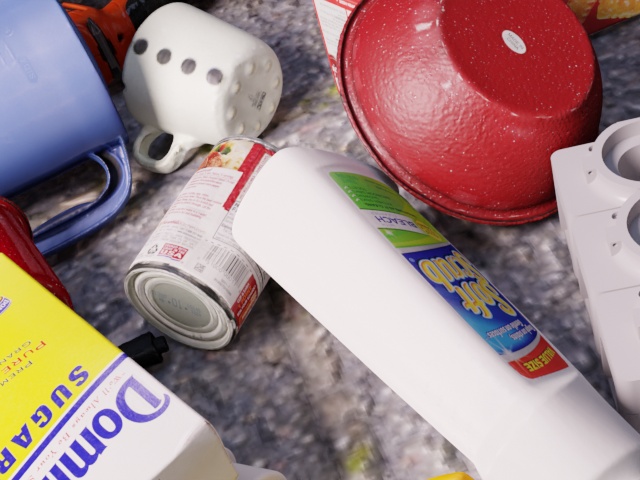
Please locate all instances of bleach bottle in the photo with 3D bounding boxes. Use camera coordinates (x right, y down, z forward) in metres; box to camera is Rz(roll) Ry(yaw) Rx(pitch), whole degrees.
[{"bbox_3d":[0.064,0.049,0.484,0.251,0.102,0.068,44,110,38],"label":"bleach bottle"}]

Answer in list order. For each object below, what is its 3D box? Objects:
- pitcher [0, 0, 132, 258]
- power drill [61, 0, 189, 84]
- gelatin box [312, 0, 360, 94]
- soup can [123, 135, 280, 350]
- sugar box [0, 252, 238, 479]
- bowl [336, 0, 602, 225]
[{"bbox_3d":[-0.245,-0.053,0.657,0.242,0.145,0.149,-31,46,-10],"label":"pitcher"},{"bbox_3d":[-0.141,-0.204,0.838,0.187,0.057,0.185,-42,39,-21],"label":"power drill"},{"bbox_3d":[0.035,-0.119,0.660,0.030,0.089,0.073,-38,45,-20],"label":"gelatin box"},{"bbox_3d":[-0.054,0.001,0.587,0.069,0.068,0.102,8,50,28],"label":"soup can"},{"bbox_3d":[-0.128,0.079,0.472,0.093,0.048,0.176,-41,44,-22],"label":"sugar box"},{"bbox_3d":[0.092,-0.092,0.569,0.162,0.055,0.162,8,64,-18],"label":"bowl"}]
